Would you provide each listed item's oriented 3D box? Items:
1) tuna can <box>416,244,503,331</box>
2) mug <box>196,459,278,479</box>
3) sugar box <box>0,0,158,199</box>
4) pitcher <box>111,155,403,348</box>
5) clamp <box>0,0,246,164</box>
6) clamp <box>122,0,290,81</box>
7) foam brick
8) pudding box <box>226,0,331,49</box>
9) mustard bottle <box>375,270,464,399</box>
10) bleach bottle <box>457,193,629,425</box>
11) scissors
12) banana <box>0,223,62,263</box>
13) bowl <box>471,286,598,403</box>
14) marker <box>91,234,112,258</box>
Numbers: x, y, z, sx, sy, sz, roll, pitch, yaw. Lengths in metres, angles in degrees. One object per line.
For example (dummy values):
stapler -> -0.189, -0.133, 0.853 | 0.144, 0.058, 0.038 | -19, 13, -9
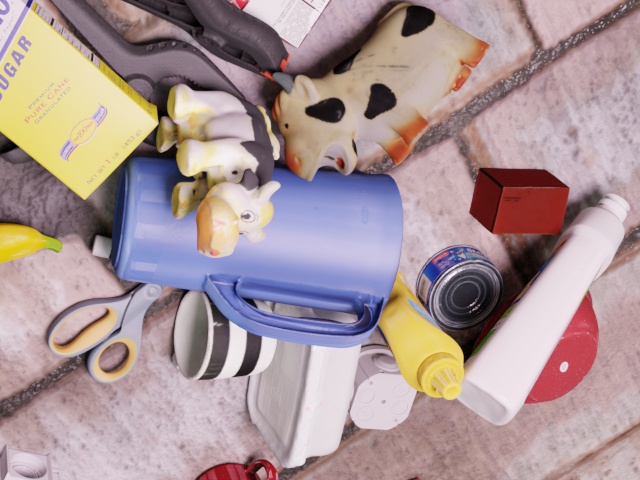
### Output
tuna can -> 0.144, 0.050, 1.098 | 0.086, 0.034, 0.086 | -8, 118, -15
mug -> -0.084, 0.277, 1.106 | 0.093, 0.081, 0.117 | 26, 105, -28
sugar box -> -0.223, -0.124, 0.842 | 0.093, 0.048, 0.176 | -45, 116, 10
pitcher -> -0.056, 0.001, 0.937 | 0.242, 0.149, 0.145 | 6, 101, -16
clamp -> -0.164, -0.120, 0.903 | 0.209, 0.036, 0.165 | 15, 110, -22
clamp -> -0.098, -0.182, 0.875 | 0.171, 0.120, 0.039 | 36, 78, -48
foam brick -> 0.198, -0.039, 1.062 | 0.078, 0.051, 0.053 | 1, 114, -20
pudding box -> -0.040, -0.227, 0.892 | 0.113, 0.039, 0.090 | 29, 102, -31
mustard bottle -> 0.086, 0.090, 1.005 | 0.058, 0.192, 0.096 | -37, 122, 1
bleach bottle -> 0.226, 0.059, 1.051 | 0.068, 0.102, 0.250 | 35, 74, 9
scissors -> -0.158, 0.066, 1.009 | 0.201, 0.016, 0.096 | -27, 116, -6
banana -> -0.323, 0.027, 0.916 | 0.197, 0.037, 0.069 | -21, 139, -6
bowl -> 0.241, 0.119, 1.135 | 0.161, 0.055, 0.162 | -17, 130, -22
marker -> -0.148, 0.018, 0.978 | 0.121, 0.020, 0.020 | 14, 111, -15
